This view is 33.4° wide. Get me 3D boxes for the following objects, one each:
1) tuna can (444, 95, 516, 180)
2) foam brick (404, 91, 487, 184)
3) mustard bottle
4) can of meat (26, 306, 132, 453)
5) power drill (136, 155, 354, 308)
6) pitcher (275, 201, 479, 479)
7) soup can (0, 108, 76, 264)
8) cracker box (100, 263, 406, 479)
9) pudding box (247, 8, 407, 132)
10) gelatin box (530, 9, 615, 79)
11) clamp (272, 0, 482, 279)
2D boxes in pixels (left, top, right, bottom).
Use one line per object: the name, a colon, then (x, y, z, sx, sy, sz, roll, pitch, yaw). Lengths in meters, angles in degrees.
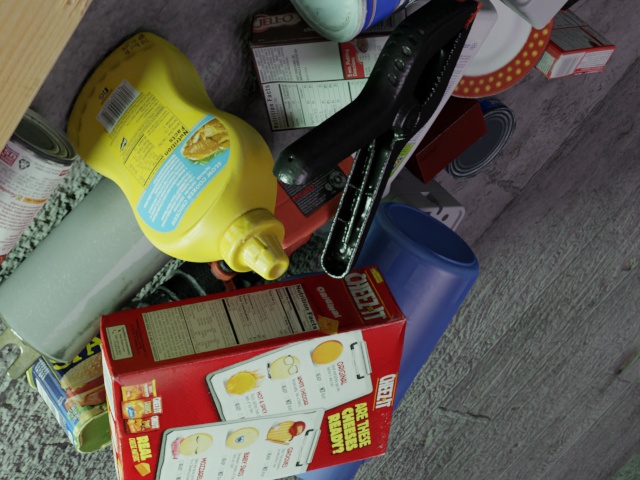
tuna can: (0.146, -0.101, 1.029, 0.086, 0.034, 0.086, -30, 147, -22)
foam brick: (0.102, -0.101, 0.960, 0.078, 0.051, 0.053, -40, 149, -6)
mustard bottle: (-0.082, -0.043, 0.676, 0.096, 0.192, 0.058, -50, 149, 11)
can of meat: (-0.176, 0.115, 0.874, 0.102, 0.084, 0.057, -26, 146, -26)
power drill: (-0.055, 0.001, 0.825, 0.184, 0.057, 0.188, -40, 180, -30)
pitcher: (0.026, 0.085, 0.951, 0.149, 0.145, 0.243, -4, 130, -58)
soup can: (-0.208, -0.031, 0.668, 0.102, 0.069, 0.068, -51, 149, 13)
cracker box: (-0.053, 0.111, 0.807, 0.213, 0.072, 0.164, -10, 135, -15)
pudding box: (0.010, -0.126, 0.777, 0.113, 0.039, 0.090, -3, 143, 7)
gelatin box: (0.213, -0.181, 0.969, 0.089, 0.073, 0.030, -15, 141, -41)
clamp: (0.045, -0.078, 0.722, 0.209, 0.036, 0.164, -54, 158, -20)
